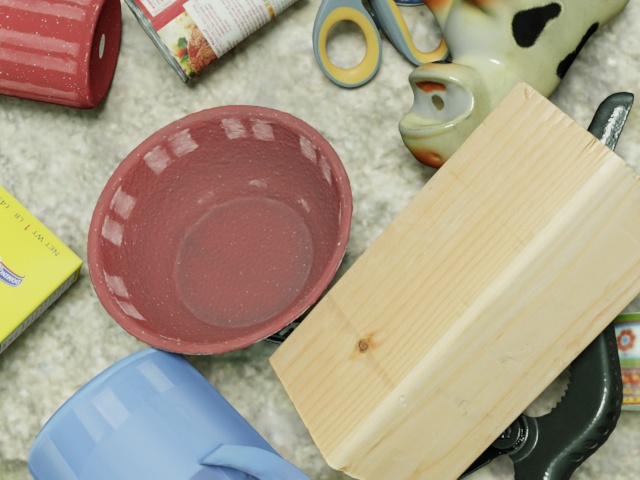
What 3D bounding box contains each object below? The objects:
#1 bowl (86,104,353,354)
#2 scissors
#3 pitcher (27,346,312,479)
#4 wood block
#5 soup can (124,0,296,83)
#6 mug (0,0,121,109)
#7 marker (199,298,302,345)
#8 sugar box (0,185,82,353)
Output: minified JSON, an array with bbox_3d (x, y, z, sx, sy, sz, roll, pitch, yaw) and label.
[{"bbox_3d":[-0.054,0.001,0.638,0.162,0.055,0.162,-6,62,12],"label":"bowl"},{"bbox_3d":[0.004,-0.172,0.638,0.096,0.016,0.201,-36,119,16],"label":"scissors"},{"bbox_3d":[-0.044,0.172,0.582,0.149,0.145,0.243,-44,77,4],"label":"pitcher"},{"bbox_3d":[0.081,0.031,0.570,0.206,0.090,0.091,-48,41,11],"label":"wood block"},{"bbox_3d":[-0.064,-0.156,0.670,0.102,0.068,0.068,-37,80,-2],"label":"soup can"},{"bbox_3d":[-0.171,-0.136,0.673,0.081,0.093,0.117,11,46,1],"label":"mug"},{"bbox_3d":[-0.016,0.058,0.658,0.121,0.020,0.020,13,82,7],"label":"marker"},{"bbox_3d":[-0.235,0.046,0.627,0.093,0.048,0.176,42,62,-1],"label":"sugar box"}]
